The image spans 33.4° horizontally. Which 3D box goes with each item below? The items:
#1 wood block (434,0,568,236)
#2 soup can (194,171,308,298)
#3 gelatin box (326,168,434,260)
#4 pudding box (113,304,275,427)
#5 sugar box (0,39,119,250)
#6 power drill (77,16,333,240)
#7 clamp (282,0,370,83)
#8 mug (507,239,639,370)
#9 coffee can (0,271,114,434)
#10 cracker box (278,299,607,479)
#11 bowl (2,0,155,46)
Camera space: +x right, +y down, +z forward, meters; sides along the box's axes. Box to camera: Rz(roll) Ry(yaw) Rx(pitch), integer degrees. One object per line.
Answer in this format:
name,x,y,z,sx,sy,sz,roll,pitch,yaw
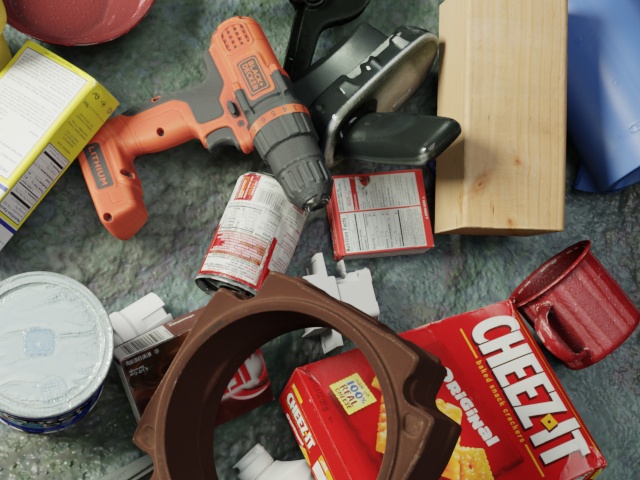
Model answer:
wood block,0.154,-0.110,0.918,0.090,0.091,0.206,2,87,-10
soup can,-0.056,0.001,0.900,0.068,0.069,0.102,23,71,-7
gelatin box,0.051,-0.022,0.952,0.089,0.030,0.073,-6,78,-15
pudding box,-0.101,0.107,0.857,0.113,0.039,0.090,-22,111,-17
sugar box,-0.251,-0.069,0.853,0.093,0.048,0.176,31,81,31
power drill,-0.098,-0.073,0.874,0.187,0.057,0.184,-26,67,2
clamp,-0.024,-0.226,0.953,0.164,0.036,0.210,46,77,-20
mug,0.221,0.064,0.931,0.081,0.093,0.117,50,36,-2
coffee can,-0.210,0.088,0.801,0.102,0.140,0.103,3,75,-13
cracker box,0.098,0.154,0.859,0.213,0.072,0.164,-15,64,-25
bowl,-0.223,-0.226,0.921,0.162,0.055,0.162,7,68,-17
